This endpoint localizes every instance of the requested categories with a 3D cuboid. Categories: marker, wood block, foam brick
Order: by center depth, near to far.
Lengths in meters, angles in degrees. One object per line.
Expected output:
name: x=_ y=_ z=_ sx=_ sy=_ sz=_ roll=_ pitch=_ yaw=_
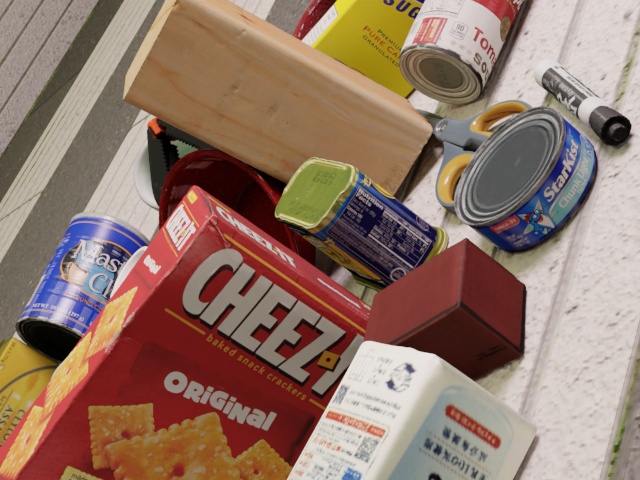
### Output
foam brick: x=0.070 y=0.047 z=0.599 sx=0.078 sy=0.053 sz=0.051 roll=-35 pitch=29 yaw=37
marker: x=0.159 y=-0.085 z=0.653 sx=0.020 sy=0.020 sz=0.121 roll=-49 pitch=23 yaw=14
wood block: x=-0.033 y=-0.104 z=0.794 sx=0.090 sy=0.206 sz=0.091 roll=-59 pitch=17 yaw=14

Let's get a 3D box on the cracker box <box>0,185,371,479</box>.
cracker box: x=-0.072 y=0.102 z=0.654 sx=0.214 sy=0.164 sz=0.072 roll=-52 pitch=24 yaw=5

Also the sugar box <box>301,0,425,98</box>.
sugar box: x=0.059 y=-0.176 z=0.882 sx=0.176 sy=0.093 sz=0.048 roll=-46 pitch=24 yaw=21

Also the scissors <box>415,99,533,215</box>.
scissors: x=0.087 y=-0.063 z=0.768 sx=0.096 sy=0.016 sz=0.202 roll=-59 pitch=23 yaw=-11

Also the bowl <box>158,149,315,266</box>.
bowl: x=-0.055 y=0.001 z=0.836 sx=0.055 sy=0.162 sz=0.162 roll=-23 pitch=-3 yaw=-42

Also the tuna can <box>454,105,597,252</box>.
tuna can: x=0.122 y=-0.036 z=0.637 sx=0.086 sy=0.033 sz=0.086 roll=-43 pitch=25 yaw=25

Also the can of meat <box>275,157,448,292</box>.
can of meat: x=0.024 y=-0.010 z=0.728 sx=0.057 sy=0.083 sz=0.102 roll=-57 pitch=22 yaw=-6

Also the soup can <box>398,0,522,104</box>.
soup can: x=0.107 y=-0.162 z=0.799 sx=0.069 sy=0.068 sz=0.102 roll=-12 pitch=47 yaw=58

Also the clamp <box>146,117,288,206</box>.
clamp: x=-0.085 y=-0.043 z=0.934 sx=0.165 sy=0.036 sz=0.210 roll=-41 pitch=61 yaw=18

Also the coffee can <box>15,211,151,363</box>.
coffee can: x=-0.252 y=0.055 z=1.155 sx=0.103 sy=0.102 sz=0.140 roll=-26 pitch=36 yaw=49
